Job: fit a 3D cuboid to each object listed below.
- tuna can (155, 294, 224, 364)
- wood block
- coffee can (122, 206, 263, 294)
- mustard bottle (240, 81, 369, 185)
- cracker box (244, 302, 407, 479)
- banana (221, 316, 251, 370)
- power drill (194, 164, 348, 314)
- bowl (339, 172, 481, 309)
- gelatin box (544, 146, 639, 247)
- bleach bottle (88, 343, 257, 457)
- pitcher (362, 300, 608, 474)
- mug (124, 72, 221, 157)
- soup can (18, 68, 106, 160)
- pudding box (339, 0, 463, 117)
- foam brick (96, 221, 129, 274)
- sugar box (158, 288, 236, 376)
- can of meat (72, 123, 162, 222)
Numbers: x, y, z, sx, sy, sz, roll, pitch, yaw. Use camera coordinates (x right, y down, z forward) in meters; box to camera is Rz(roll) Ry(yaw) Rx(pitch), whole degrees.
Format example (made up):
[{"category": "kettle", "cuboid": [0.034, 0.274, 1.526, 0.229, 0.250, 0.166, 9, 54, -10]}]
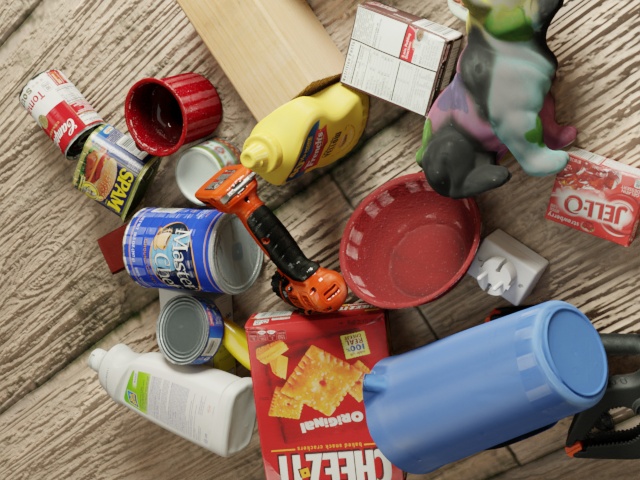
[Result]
[{"category": "tuna can", "cuboid": [-0.160, 0.110, 1.314, 0.086, 0.033, 0.086, -5, 81, 35]}, {"category": "wood block", "cuboid": [-0.071, -0.239, 1.164, 0.090, 0.090, 0.206, -37, 86, 36]}, {"category": "coffee can", "cuboid": [-0.155, 0.011, 1.301, 0.141, 0.102, 0.103, 2, 108, 32]}, {"category": "mustard bottle", "cuboid": [-0.023, -0.107, 1.118, 0.058, 0.191, 0.096, 39, 124, 15]}, {"category": "cracker box", "cuboid": [0.008, 0.186, 1.234, 0.164, 0.072, 0.214, -6, 99, 9]}, {"category": "banana", "cuboid": [-0.044, 0.148, 1.311, 0.198, 0.037, 0.070, 14, 106, 16]}, {"category": "power drill", "cuboid": [-0.058, 0.001, 1.197, 0.187, 0.057, 0.185, 49, 165, -14]}, {"category": "bowl", "cuboid": [0.103, 0.010, 1.135, 0.162, 0.055, 0.162, -15, 55, 23]}, {"category": "gelatin box", "cuboid": [0.274, -0.043, 1.049, 0.089, 0.030, 0.073, 23, 118, 25]}, {"category": "bleach bottle", "cuboid": [-0.197, 0.185, 1.360, 0.251, 0.067, 0.102, 19, 107, 30]}, {"category": "pitcher", "cuboid": [0.176, 0.153, 1.095, 0.243, 0.148, 0.145, -30, 83, 44]}, {"category": "mug", "cuboid": [-0.178, -0.146, 1.272, 0.093, 0.081, 0.117, 50, 126, 8]}, {"category": "soup can", "cuboid": [-0.331, -0.163, 1.374, 0.102, 0.068, 0.069, 48, 126, 10]}, {"category": "pudding box", "cuboid": [0.082, -0.190, 1.116, 0.114, 0.039, 0.090, 27, 120, 24]}, {"category": "foam brick", "cuboid": [-0.240, 0.002, 1.385, 0.078, 0.052, 0.051, -25, 93, 35]}, {"category": "sugar box", "cuboid": [-0.157, 0.144, 1.388, 0.093, 0.048, 0.176, 10, 108, 30]}, {"category": "can of meat", "cuboid": [-0.257, -0.087, 1.344, 0.084, 0.057, 0.102, 33, 130, 2]}]
